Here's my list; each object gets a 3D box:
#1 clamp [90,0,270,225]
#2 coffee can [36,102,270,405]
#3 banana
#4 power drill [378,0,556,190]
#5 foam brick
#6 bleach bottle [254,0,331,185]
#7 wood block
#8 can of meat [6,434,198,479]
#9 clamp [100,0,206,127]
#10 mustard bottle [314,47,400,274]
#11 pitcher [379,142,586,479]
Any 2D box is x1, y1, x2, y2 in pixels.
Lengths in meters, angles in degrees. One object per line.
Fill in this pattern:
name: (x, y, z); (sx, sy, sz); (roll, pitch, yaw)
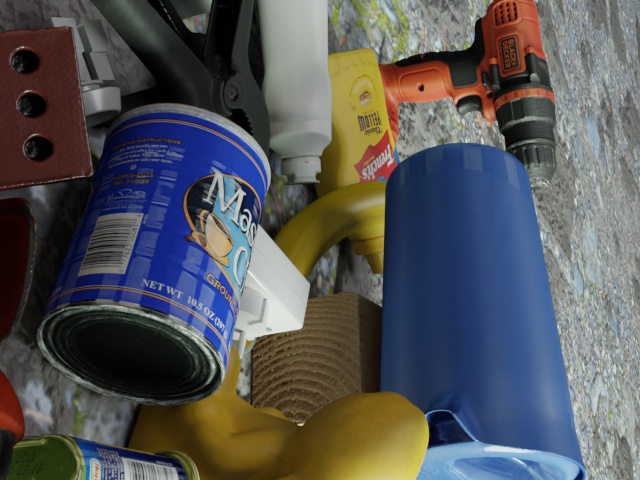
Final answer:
clamp: (-0.066, -0.104, 0.688); (0.164, 0.036, 0.210); (-49, 135, -43)
coffee can: (-0.090, 0.007, 0.606); (0.102, 0.103, 0.140); (52, 37, -42)
banana: (0.013, -0.008, 0.827); (0.197, 0.070, 0.037); (-28, 129, -39)
power drill: (0.119, -0.118, 0.969); (0.057, 0.188, 0.184); (30, 52, -57)
foam brick: (-0.150, -0.067, 0.549); (0.053, 0.051, 0.078); (-9, 92, -18)
bleach bottle: (-0.021, -0.169, 0.813); (0.102, 0.068, 0.251); (-167, -106, -87)
wood block: (0.038, 0.115, 0.830); (0.205, 0.090, 0.091); (32, 51, -55)
can of meat: (-0.122, 0.125, 0.502); (0.083, 0.102, 0.057); (30, 54, -53)
clamp: (-0.095, -0.102, 0.715); (0.171, 0.039, 0.120); (37, 59, -49)
mustard bottle: (0.031, -0.065, 0.918); (0.096, 0.058, 0.191); (-23, 101, -52)
pitcher: (0.106, 0.062, 0.749); (0.144, 0.149, 0.243); (10, 58, -16)
